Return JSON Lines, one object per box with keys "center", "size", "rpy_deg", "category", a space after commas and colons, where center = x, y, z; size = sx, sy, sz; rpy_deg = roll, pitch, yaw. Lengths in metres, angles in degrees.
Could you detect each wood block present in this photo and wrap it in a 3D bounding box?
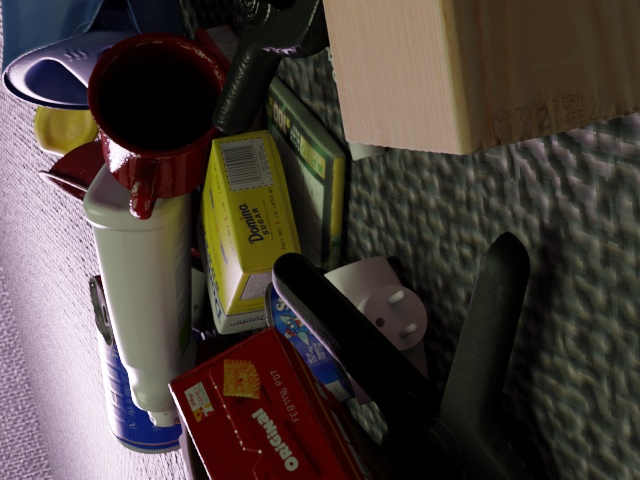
{"center": [0.050, -0.142, 0.383], "size": [0.091, 0.090, 0.206], "rpy_deg": [17, 120, 65], "category": "wood block"}

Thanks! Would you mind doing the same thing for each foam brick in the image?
{"center": [-0.099, 0.123, 0.969], "size": [0.053, 0.051, 0.078], "rpy_deg": [70, 157, 15], "category": "foam brick"}

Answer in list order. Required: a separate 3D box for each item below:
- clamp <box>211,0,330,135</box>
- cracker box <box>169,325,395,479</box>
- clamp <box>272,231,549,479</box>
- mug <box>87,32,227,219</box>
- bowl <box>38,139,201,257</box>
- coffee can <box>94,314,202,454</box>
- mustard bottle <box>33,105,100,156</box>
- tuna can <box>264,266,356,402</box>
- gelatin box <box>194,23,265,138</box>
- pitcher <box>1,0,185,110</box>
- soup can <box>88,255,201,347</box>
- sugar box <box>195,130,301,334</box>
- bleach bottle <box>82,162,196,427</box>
{"center": [-0.027, -0.123, 0.589], "size": [0.172, 0.039, 0.120], "rpy_deg": [1, 107, 58], "category": "clamp"}
{"center": [0.016, 0.161, 0.582], "size": [0.164, 0.072, 0.213], "rpy_deg": [60, -179, 32], "category": "cracker box"}
{"center": [0.069, 0.089, 0.531], "size": [0.165, 0.036, 0.210], "rpy_deg": [-16, 103, 52], "category": "clamp"}
{"center": [-0.109, -0.069, 0.718], "size": [0.081, 0.093, 0.117], "rpy_deg": [109, 168, -66], "category": "mug"}
{"center": [-0.163, -0.044, 0.937], "size": [0.055, 0.162, 0.162], "rpy_deg": [-64, 22, -8], "category": "bowl"}
{"center": [-0.167, 0.128, 1.066], "size": [0.103, 0.102, 0.140], "rpy_deg": [49, 146, 48], "category": "coffee can"}
{"center": [-0.218, -0.174, 0.989], "size": [0.096, 0.058, 0.191], "rpy_deg": [123, 156, -46], "category": "mustard bottle"}
{"center": [-0.001, 0.060, 0.662], "size": [0.086, 0.034, 0.086], "rpy_deg": [-21, -90, -78], "category": "tuna can"}
{"center": [-0.064, -0.098, 0.768], "size": [0.073, 0.030, 0.089], "rpy_deg": [55, 151, 38], "category": "gelatin box"}
{"center": [-0.177, -0.223, 0.792], "size": [0.144, 0.149, 0.243], "rpy_deg": [19, -120, -62], "category": "pitcher"}
{"center": [-0.155, 0.052, 0.988], "size": [0.069, 0.102, 0.068], "rpy_deg": [48, 146, 48], "category": "soup can"}
{"center": [-0.055, 0.001, 0.745], "size": [0.176, 0.048, 0.093], "rpy_deg": [123, 136, -67], "category": "sugar box"}
{"center": [-0.133, 0.054, 0.847], "size": [0.102, 0.068, 0.251], "rpy_deg": [-75, -11, -54], "category": "bleach bottle"}
